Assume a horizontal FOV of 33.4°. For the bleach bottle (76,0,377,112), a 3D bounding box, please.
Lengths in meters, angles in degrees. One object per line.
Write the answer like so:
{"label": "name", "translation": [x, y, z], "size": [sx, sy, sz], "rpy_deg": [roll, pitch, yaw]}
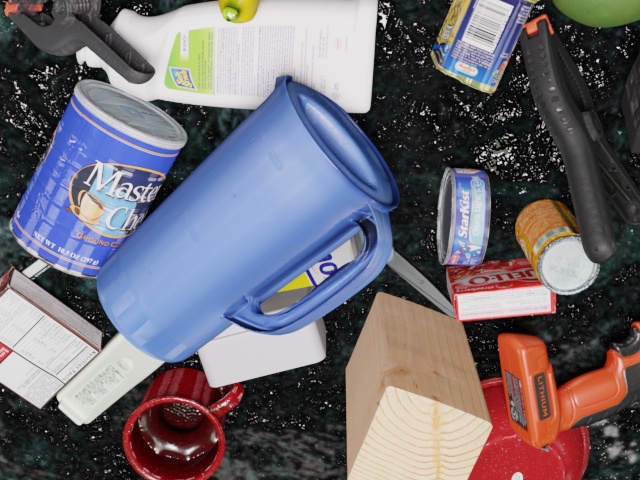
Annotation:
{"label": "bleach bottle", "translation": [-0.080, -0.164, 0.903], "size": [0.251, 0.068, 0.102], "rpy_deg": [4, 108, 2]}

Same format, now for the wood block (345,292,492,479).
{"label": "wood block", "translation": [0.078, 0.132, 0.919], "size": [0.090, 0.206, 0.091], "rpy_deg": [20, 107, -6]}

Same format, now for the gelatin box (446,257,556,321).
{"label": "gelatin box", "translation": [0.161, 0.043, 0.957], "size": [0.089, 0.073, 0.030], "rpy_deg": [-6, 108, 3]}

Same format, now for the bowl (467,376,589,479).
{"label": "bowl", "translation": [0.182, 0.214, 1.022], "size": [0.162, 0.055, 0.162], "rpy_deg": [0, 109, 1]}

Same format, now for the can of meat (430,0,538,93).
{"label": "can of meat", "translation": [0.132, -0.175, 0.873], "size": [0.057, 0.102, 0.084], "rpy_deg": [21, 109, -6]}

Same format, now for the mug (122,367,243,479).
{"label": "mug", "translation": [-0.122, 0.164, 1.000], "size": [0.117, 0.081, 0.093], "rpy_deg": [-35, 104, 12]}

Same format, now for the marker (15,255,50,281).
{"label": "marker", "translation": [-0.285, 0.038, 0.995], "size": [0.121, 0.020, 0.020], "rpy_deg": [-34, 104, 12]}

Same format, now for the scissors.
{"label": "scissors", "translation": [0.037, 0.014, 0.981], "size": [0.096, 0.016, 0.201], "rpy_deg": [-31, 104, 13]}

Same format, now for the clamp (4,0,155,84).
{"label": "clamp", "translation": [-0.192, -0.199, 0.861], "size": [0.172, 0.039, 0.120], "rpy_deg": [18, 103, 33]}

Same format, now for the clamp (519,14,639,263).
{"label": "clamp", "translation": [0.222, -0.088, 0.903], "size": [0.036, 0.164, 0.210], "rpy_deg": [-23, 84, 29]}

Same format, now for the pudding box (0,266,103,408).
{"label": "pudding box", "translation": [-0.273, 0.092, 0.993], "size": [0.090, 0.039, 0.113], "rpy_deg": [-43, 118, 12]}

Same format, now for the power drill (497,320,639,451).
{"label": "power drill", "translation": [0.258, 0.101, 0.961], "size": [0.187, 0.057, 0.184], "rpy_deg": [-12, 101, -11]}

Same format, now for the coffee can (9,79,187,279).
{"label": "coffee can", "translation": [-0.192, -0.052, 0.920], "size": [0.102, 0.103, 0.140], "rpy_deg": [28, 107, -8]}

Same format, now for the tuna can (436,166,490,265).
{"label": "tuna can", "translation": [0.124, -0.021, 0.931], "size": [0.033, 0.086, 0.086], "rpy_deg": [3, 108, -2]}

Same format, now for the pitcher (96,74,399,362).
{"label": "pitcher", "translation": [-0.060, -0.001, 0.858], "size": [0.243, 0.149, 0.145], "rpy_deg": [-40, 108, 19]}
